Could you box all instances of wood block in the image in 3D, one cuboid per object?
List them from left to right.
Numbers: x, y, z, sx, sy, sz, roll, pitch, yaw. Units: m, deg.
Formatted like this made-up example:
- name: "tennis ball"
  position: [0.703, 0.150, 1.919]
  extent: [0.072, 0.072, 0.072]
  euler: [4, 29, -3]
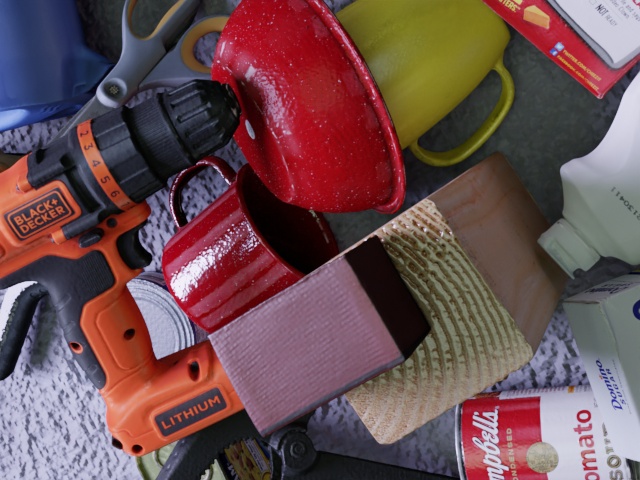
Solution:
- name: "wood block"
  position: [0.070, 0.021, 0.585]
  extent: [0.091, 0.205, 0.090]
  euler: [-35, 88, 21]

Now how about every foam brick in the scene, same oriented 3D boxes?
- name: "foam brick"
  position: [0.000, 0.041, 0.473]
  extent: [0.078, 0.053, 0.051]
  euler: [-32, 89, 21]

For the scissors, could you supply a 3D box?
- name: "scissors"
  position: [-0.107, -0.088, 0.662]
  extent: [0.096, 0.016, 0.201]
  euler: [23, 64, -6]

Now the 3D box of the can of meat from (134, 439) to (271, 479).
- name: "can of meat"
  position: [-0.069, 0.159, 0.722]
  extent: [0.057, 0.083, 0.102]
  euler: [-25, 92, 21]

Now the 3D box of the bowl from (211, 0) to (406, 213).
- name: "bowl"
  position: [-0.017, -0.074, 0.620]
  extent: [0.055, 0.162, 0.162]
  euler: [-30, 90, -14]

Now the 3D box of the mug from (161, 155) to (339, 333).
- name: "mug"
  position: [-0.054, 0.001, 0.686]
  extent: [0.082, 0.093, 0.117]
  euler: [-37, 90, 25]

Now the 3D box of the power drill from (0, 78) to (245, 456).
- name: "power drill"
  position: [-0.097, 0.019, 0.605]
  extent: [0.184, 0.057, 0.187]
  euler: [-26, 113, 6]

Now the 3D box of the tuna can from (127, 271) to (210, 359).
- name: "tuna can"
  position: [-0.121, 0.065, 0.749]
  extent: [0.086, 0.033, 0.086]
  euler: [4, 101, 18]

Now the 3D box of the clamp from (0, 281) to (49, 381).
- name: "clamp"
  position: [-0.224, 0.007, 0.770]
  extent: [0.120, 0.039, 0.171]
  euler: [44, 104, 2]

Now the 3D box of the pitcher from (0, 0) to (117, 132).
- name: "pitcher"
  position: [-0.240, -0.189, 0.692]
  extent: [0.145, 0.149, 0.243]
  euler: [-6, 96, 55]

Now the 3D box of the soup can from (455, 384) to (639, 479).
- name: "soup can"
  position: [0.140, 0.124, 0.655]
  extent: [0.102, 0.068, 0.068]
  euler: [-8, 98, 19]

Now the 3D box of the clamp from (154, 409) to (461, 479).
- name: "clamp"
  position: [-0.018, 0.118, 0.671]
  extent: [0.209, 0.036, 0.164]
  euler: [-17, 89, -19]
